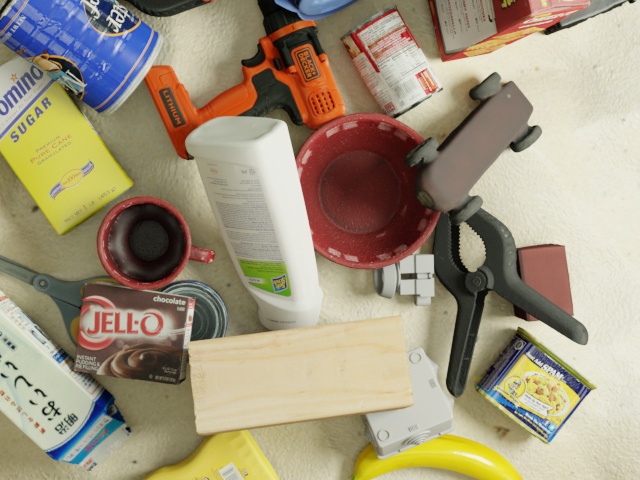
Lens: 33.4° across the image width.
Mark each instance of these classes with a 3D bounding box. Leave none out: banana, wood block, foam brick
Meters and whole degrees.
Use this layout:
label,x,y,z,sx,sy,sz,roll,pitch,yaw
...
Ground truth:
label,x,y,z,sx,sy,sz,roll,pitch,yaw
banana,0.123,0.238,1.148,0.197,0.037,0.070,0,113,-3
wood block,-0.021,0.134,1.049,0.206,0.091,0.090,-7,79,-3
foam brick,0.234,0.044,1.141,0.051,0.053,0.078,-8,93,-4

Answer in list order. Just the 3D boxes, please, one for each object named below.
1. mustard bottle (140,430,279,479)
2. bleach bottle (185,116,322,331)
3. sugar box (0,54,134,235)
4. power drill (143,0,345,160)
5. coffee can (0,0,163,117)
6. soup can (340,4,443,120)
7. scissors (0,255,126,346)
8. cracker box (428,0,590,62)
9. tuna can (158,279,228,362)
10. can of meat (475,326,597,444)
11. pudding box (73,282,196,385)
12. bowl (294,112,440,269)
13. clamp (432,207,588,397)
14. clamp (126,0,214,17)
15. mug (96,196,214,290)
label,x,y,z,sx,sy,sz,roll,pitch,yaw
mustard bottle,-0.141,0.277,1.114,0.191,0.058,0.096,-33,96,-3
bleach bottle,-0.057,0.001,1.082,0.103,0.068,0.251,7,123,32
sugar box,-0.280,-0.103,1.100,0.093,0.048,0.176,-36,95,-3
power drill,-0.086,-0.178,1.107,0.187,0.057,0.184,-23,90,-3
coffee can,-0.241,-0.204,1.052,0.140,0.103,0.103,36,88,-24
soup can,0.075,-0.184,1.115,0.068,0.068,0.102,-31,94,-3
scissors,-0.286,0.065,1.118,0.201,0.016,0.096,10,91,-5
cracker box,0.170,-0.278,1.046,0.072,0.214,0.164,-13,92,-16
tuna can,-0.140,0.085,1.121,0.086,0.034,0.086,0,91,-5
can of meat,0.229,0.157,1.142,0.102,0.057,0.084,38,91,-4
pudding box,-0.188,0.094,1.081,0.113,0.039,0.090,7,91,4
bowl,0.045,-0.051,1.122,0.162,0.055,0.162,0,92,-5
clamp,0.181,0.044,1.111,0.165,0.036,0.210,-21,76,31
clamp,-0.188,-0.286,1.097,0.171,0.039,0.120,8,95,6
mug,-0.166,0.004,1.093,0.117,0.081,0.093,10,91,-5
